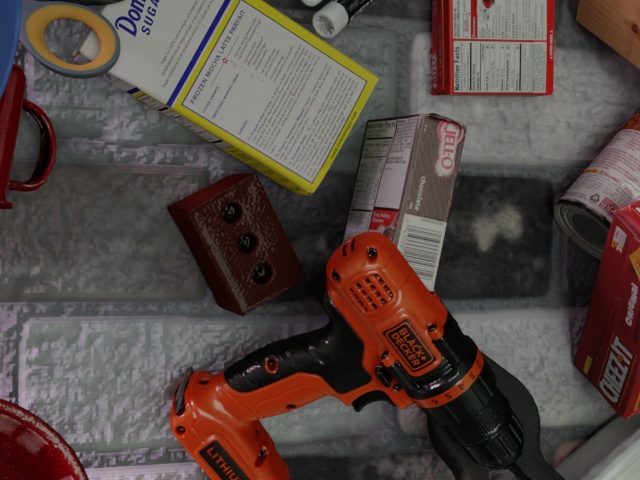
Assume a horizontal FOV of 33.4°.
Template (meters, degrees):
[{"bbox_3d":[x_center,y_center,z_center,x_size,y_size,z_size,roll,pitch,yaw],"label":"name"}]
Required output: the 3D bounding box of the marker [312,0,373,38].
[{"bbox_3d":[0.036,-0.172,0.714,0.020,0.020,0.121,54,53,-15],"label":"marker"}]

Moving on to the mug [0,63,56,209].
[{"bbox_3d":[-0.206,-0.064,0.617,0.117,0.093,0.081,13,84,-38],"label":"mug"}]

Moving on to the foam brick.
[{"bbox_3d":[-0.055,0.001,0.694,0.053,0.051,0.078,-31,103,-17],"label":"foam brick"}]

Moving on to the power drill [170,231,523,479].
[{"bbox_3d":[0.014,0.105,0.679,0.188,0.057,0.184,-32,108,15],"label":"power drill"}]

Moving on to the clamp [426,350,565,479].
[{"bbox_3d":[0.113,0.155,0.737,0.120,0.039,0.171,-19,65,-16],"label":"clamp"}]

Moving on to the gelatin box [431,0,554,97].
[{"bbox_3d":[0.123,-0.140,0.764,0.089,0.030,0.073,-3,96,-20],"label":"gelatin box"}]

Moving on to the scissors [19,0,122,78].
[{"bbox_3d":[-0.202,-0.137,0.623,0.201,0.016,0.096,-7,87,-7],"label":"scissors"}]

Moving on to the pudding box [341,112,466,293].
[{"bbox_3d":[0.052,-0.026,0.713,0.039,0.090,0.113,14,89,-19],"label":"pudding box"}]

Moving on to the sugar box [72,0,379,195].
[{"bbox_3d":[-0.060,-0.111,0.689,0.176,0.048,0.093,31,82,-16],"label":"sugar box"}]
